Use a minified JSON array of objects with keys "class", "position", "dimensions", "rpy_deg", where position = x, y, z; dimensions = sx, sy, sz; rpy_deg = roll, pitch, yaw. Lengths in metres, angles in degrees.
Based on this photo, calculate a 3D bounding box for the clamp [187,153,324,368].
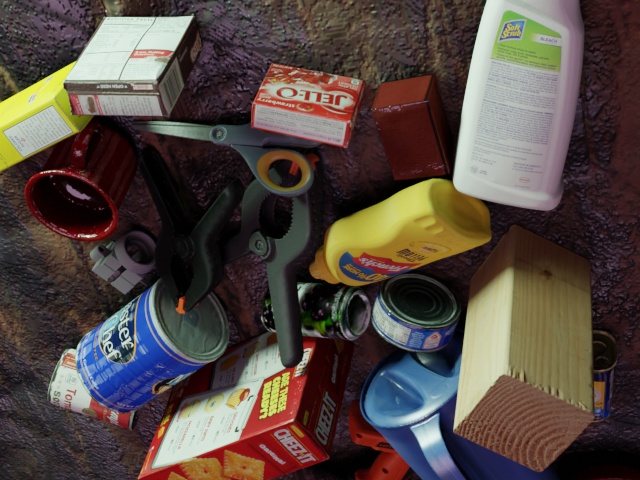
[{"class":"clamp","position":[-0.057,0.001,1.052],"dimensions":[0.165,0.036,0.210],"rpy_deg":[32,119,29]}]

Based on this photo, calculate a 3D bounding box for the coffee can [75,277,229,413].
[{"class":"coffee can","position":[-0.181,0.111,1.147],"dimensions":[0.102,0.102,0.141],"rpy_deg":[43,125,-19]}]

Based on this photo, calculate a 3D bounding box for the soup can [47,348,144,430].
[{"class":"soup can","position":[-0.255,0.171,1.235],"dimensions":[0.102,0.068,0.069],"rpy_deg":[18,129,1]}]

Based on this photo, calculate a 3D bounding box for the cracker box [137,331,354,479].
[{"class":"cracker box","position":[-0.076,0.183,1.137],"dimensions":[0.214,0.164,0.072],"rpy_deg":[-25,119,29]}]

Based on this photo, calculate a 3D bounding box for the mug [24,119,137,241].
[{"class":"mug","position":[-0.225,-0.067,1.025],"dimensions":[0.093,0.081,0.117],"rpy_deg":[14,138,2]}]

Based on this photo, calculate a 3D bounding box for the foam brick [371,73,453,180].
[{"class":"foam brick","position":[0.084,-0.101,0.950],"dimensions":[0.051,0.053,0.078],"rpy_deg":[-8,123,19]}]

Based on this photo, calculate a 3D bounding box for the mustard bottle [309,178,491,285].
[{"class":"mustard bottle","position":[0.061,0.001,1.016],"dimensions":[0.096,0.058,0.192],"rpy_deg":[18,150,-41]}]

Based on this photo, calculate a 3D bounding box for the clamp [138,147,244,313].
[{"class":"clamp","position":[-0.122,-0.003,1.054],"dimensions":[0.120,0.039,0.171],"rpy_deg":[16,123,35]}]

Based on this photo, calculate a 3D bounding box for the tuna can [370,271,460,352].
[{"class":"tuna can","position":[0.095,0.069,1.057],"dimensions":[0.086,0.086,0.034],"rpy_deg":[16,127,2]}]

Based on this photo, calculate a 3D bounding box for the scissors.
[{"class":"scissors","position":[-0.085,-0.081,0.998],"dimensions":[0.202,0.096,0.016],"rpy_deg":[-7,167,17]}]

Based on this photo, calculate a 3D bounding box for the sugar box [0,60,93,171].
[{"class":"sugar box","position":[-0.285,-0.108,1.010],"dimensions":[0.176,0.093,0.048],"rpy_deg":[-19,118,25]}]

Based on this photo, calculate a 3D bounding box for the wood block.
[{"class":"wood block","position":[0.188,0.093,0.974],"dimensions":[0.090,0.206,0.090],"rpy_deg":[25,129,-6]}]

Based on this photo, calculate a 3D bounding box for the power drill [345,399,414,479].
[{"class":"power drill","position":[0.042,0.262,1.213],"dimensions":[0.184,0.057,0.188],"rpy_deg":[9,130,-16]}]

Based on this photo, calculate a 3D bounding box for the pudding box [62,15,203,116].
[{"class":"pudding box","position":[-0.162,-0.154,0.931],"dimensions":[0.090,0.113,0.039],"rpy_deg":[2,130,13]}]

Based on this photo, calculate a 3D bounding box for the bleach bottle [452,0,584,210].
[{"class":"bleach bottle","position":[0.178,-0.149,0.884],"dimensions":[0.102,0.068,0.251],"rpy_deg":[11,127,5]}]

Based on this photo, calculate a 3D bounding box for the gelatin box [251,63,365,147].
[{"class":"gelatin box","position":[-0.010,-0.121,0.944],"dimensions":[0.089,0.073,0.030],"rpy_deg":[12,129,5]}]

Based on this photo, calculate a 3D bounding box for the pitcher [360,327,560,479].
[{"class":"pitcher","position":[0.157,0.221,1.093],"dimensions":[0.145,0.149,0.242],"rpy_deg":[-1,133,53]}]
